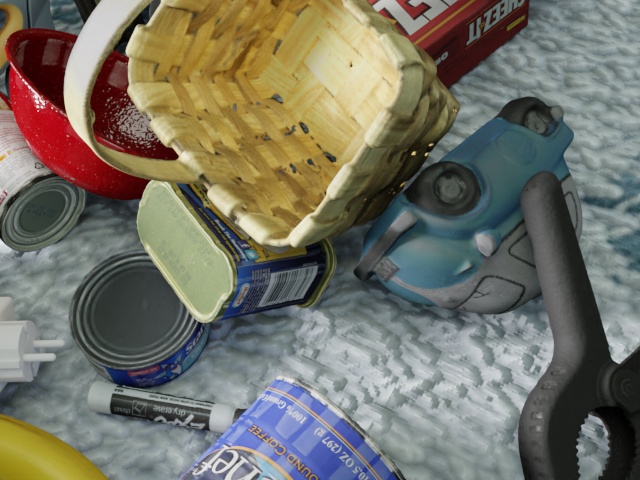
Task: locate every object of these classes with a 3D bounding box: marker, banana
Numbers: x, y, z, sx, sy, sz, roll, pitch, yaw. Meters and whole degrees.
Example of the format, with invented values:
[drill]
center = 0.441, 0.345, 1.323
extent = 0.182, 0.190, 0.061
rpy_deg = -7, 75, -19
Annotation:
[marker]
center = -0.082, 0.104, 0.649
extent = 0.121, 0.020, 0.020
rpy_deg = 8, 60, 12
[banana]
center = -0.194, 0.138, 0.635
extent = 0.198, 0.037, 0.069
rpy_deg = 6, 89, 14

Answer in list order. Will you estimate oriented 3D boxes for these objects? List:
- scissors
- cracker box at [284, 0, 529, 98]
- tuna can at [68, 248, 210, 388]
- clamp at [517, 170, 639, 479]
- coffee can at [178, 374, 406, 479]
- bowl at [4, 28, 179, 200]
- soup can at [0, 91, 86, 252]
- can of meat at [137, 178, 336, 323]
[scissors]
center = -0.198, -0.180, 0.797
extent = 0.016, 0.096, 0.201
rpy_deg = 8, 57, 46
[cracker box]
center = 0.023, -0.194, 0.789
extent = 0.164, 0.072, 0.214
rpy_deg = -39, 63, -16
[tuna can]
center = -0.113, 0.050, 0.678
extent = 0.086, 0.034, 0.086
rpy_deg = -3, 58, 5
[clamp]
center = 0.153, 0.074, 0.593
extent = 0.164, 0.036, 0.210
rpy_deg = 31, 69, -17
[coffee can]
center = -0.034, 0.156, 0.561
extent = 0.103, 0.103, 0.140
rpy_deg = 36, 69, 25
[bowl]
center = -0.145, -0.076, 0.717
extent = 0.162, 0.161, 0.055
rpy_deg = 46, 114, 28
[soup can]
center = -0.215, -0.049, 0.732
extent = 0.068, 0.068, 0.102
rpy_deg = -38, 62, -16
[can of meat]
center = -0.054, 0.001, 0.664
extent = 0.083, 0.058, 0.102
rpy_deg = -9, 48, -44
